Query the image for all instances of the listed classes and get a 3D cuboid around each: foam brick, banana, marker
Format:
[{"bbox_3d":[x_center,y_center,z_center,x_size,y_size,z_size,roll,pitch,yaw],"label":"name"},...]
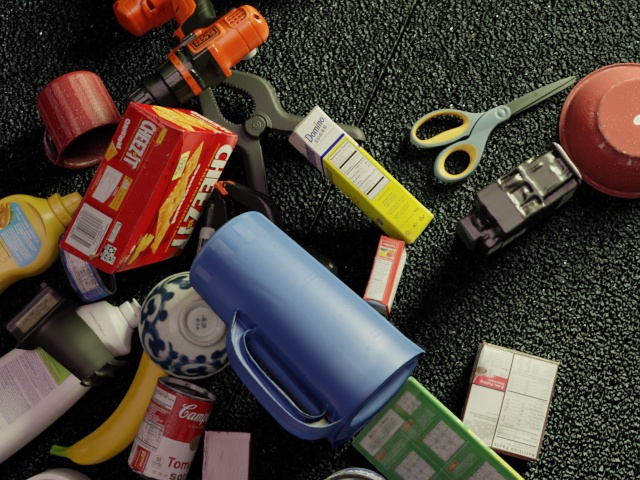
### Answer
[{"bbox_3d":[-0.100,0.248,1.171,0.051,0.053,0.078,1,79,4],"label":"foam brick"},{"bbox_3d":[-0.219,0.183,1.199,0.069,0.037,0.198,40,85,8],"label":"banana"},{"bbox_3d":[-0.134,0.017,1.232,0.020,0.020,0.121,7,80,5],"label":"marker"}]

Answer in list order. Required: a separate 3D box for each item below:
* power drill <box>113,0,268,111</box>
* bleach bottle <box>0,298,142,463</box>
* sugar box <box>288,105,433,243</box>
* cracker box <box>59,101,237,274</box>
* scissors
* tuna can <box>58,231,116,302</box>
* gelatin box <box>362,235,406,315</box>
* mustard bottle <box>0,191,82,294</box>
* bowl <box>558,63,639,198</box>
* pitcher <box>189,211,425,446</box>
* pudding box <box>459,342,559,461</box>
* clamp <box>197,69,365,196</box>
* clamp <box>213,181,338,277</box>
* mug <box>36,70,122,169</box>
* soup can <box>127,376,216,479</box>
[{"bbox_3d":[-0.169,-0.230,1.219,0.184,0.057,0.188,-36,49,-3],"label":"power drill"},{"bbox_3d":[-0.302,0.155,1.199,0.250,0.068,0.102,-34,77,-4],"label":"bleach bottle"},{"bbox_3d":[0.042,-0.069,1.178,0.176,0.093,0.048,41,86,-2],"label":"sugar box"},{"bbox_3d":[-0.174,-0.056,1.133,0.072,0.213,0.164,29,99,8],"label":"cracker box"},{"bbox_3d":[0.205,-0.126,1.233,0.202,0.016,0.096,-11,81,2],"label":"scissors"},{"bbox_3d":[-0.263,0.026,1.207,0.034,0.086,0.086,-21,79,2],"label":"tuna can"},{"bbox_3d":[0.071,0.040,1.176,0.030,0.089,0.073,15,81,8],"label":"gelatin box"},{"bbox_3d":[-0.357,0.003,1.232,0.191,0.058,0.096,-33,78,-2],"label":"mustard bottle"},{"bbox_3d":[0.354,-0.131,1.203,0.162,0.055,0.162,-1,80,5],"label":"bowl"},{"bbox_3d":[-0.027,0.088,1.095,0.243,0.149,0.145,43,90,16],"label":"pitcher"},{"bbox_3d":[0.205,0.176,1.168,0.090,0.039,0.113,15,83,7],"label":"pudding box"},{"bbox_3d":[-0.062,-0.134,1.244,0.164,0.036,0.210,-38,83,-4],"label":"clamp"},{"bbox_3d":[-0.058,0.001,1.197,0.120,0.039,0.171,-26,88,11],"label":"clamp"},{"bbox_3d":[-0.285,-0.135,1.244,0.117,0.093,0.081,-40,71,34],"label":"mug"},{"bbox_3d":[-0.163,0.208,1.169,0.068,0.068,0.102,21,90,8],"label":"soup can"}]
